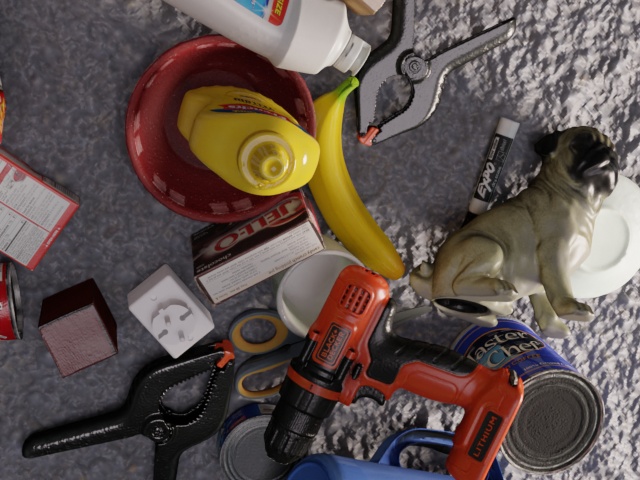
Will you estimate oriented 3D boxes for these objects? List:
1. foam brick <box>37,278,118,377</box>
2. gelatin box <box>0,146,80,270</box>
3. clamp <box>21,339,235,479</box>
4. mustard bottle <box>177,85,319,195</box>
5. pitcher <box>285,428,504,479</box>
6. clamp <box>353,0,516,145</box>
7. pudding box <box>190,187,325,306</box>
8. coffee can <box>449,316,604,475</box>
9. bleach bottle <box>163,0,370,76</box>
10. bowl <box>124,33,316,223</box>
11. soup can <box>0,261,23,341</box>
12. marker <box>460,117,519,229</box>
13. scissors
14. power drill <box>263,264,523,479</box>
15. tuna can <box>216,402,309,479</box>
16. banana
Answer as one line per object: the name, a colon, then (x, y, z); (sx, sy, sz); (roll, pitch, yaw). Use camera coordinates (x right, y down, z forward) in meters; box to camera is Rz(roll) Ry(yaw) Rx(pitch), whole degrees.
foam brick: (-0.211, 0.074, 0.930); (0.051, 0.078, 0.053); (-24, 107, -4)
gelatin box: (-0.263, -0.029, 0.914); (0.089, 0.030, 0.073); (34, 97, -19)
clamp: (-0.161, 0.168, 0.986); (0.164, 0.036, 0.210); (33, 102, -19)
mustard bottle: (-0.052, -0.074, 0.801); (0.096, 0.192, 0.058); (15, 102, -16)
pitcher: (0.083, 0.264, 1.000); (0.242, 0.149, 0.145); (20, 108, -30)
clamp: (0.093, -0.155, 0.947); (0.120, 0.039, 0.171); (24, 102, 1)
pudding box: (-0.056, 0.001, 0.930); (0.113, 0.090, 0.039); (-29, 114, 5)
coffee can: (0.188, 0.142, 1.001); (0.102, 0.140, 0.103); (-3, 106, -12)
bleach bottle: (-0.069, -0.216, 0.855); (0.250, 0.068, 0.102); (30, 68, -12)
bowl: (-0.088, -0.099, 0.918); (0.162, 0.055, 0.162); (-3, 106, -11)
soup can: (-0.310, 0.058, 0.908); (0.102, 0.068, 0.068); (-7, 107, -10)
marker: (0.157, -0.056, 1.003); (0.020, 0.020, 0.121); (15, 102, -16)
scissors: (0.000, 0.079, 1.009); (0.201, 0.016, 0.096); (-31, 110, -3)
power drill: (0.062, 0.137, 0.902); (0.187, 0.057, 0.184); (26, 98, 4)
tuna can: (-0.056, 0.200, 1.022); (0.086, 0.034, 0.086); (-3, 106, -11)
banana: (0.022, -0.049, 0.955); (0.037, 0.070, 0.198); (-43, 125, -44)
